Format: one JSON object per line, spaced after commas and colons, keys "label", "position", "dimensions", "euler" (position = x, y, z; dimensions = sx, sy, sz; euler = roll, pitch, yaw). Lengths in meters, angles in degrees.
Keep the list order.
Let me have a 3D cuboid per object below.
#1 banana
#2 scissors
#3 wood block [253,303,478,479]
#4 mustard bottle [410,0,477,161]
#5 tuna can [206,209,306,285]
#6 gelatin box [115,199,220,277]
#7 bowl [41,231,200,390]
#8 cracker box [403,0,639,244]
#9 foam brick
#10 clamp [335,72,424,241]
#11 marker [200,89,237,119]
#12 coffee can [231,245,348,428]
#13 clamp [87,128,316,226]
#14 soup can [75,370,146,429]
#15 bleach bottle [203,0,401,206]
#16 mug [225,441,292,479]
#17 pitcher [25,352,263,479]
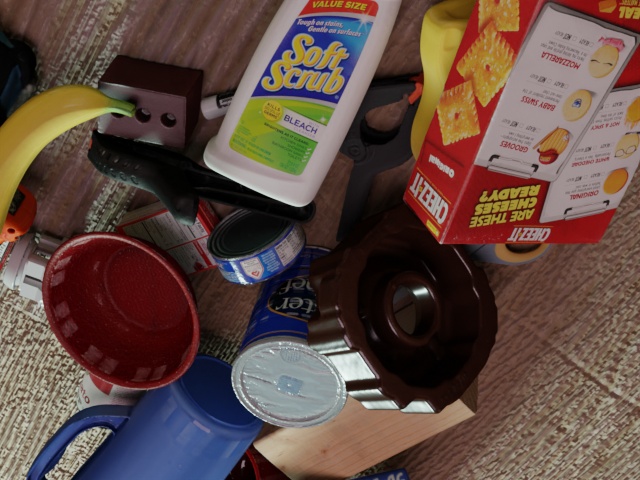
{"label": "banana", "position": [-0.244, -0.067, 0.885], "dimensions": [0.198, 0.037, 0.069], "euler": [-42, 87, 14]}
{"label": "scissors", "position": [0.133, 0.024, 0.977], "dimensions": [0.096, 0.016, 0.202], "euler": [29, 125, -8]}
{"label": "wood block", "position": [0.045, 0.155, 1.041], "dimensions": [0.206, 0.090, 0.090], "euler": [-33, 113, 28]}
{"label": "mustard bottle", "position": [0.121, -0.099, 0.860], "dimensions": [0.096, 0.058, 0.192], "euler": [-12, 129, -20]}
{"label": "tuna can", "position": [-0.056, 0.001, 0.955], "dimensions": [0.086, 0.086, 0.033], "euler": [-13, 123, 19]}
{"label": "gelatin box", "position": [-0.135, -0.003, 1.002], "dimensions": [0.089, 0.030, 0.073], "euler": [-18, 118, 23]}
{"label": "bowl", "position": [-0.174, 0.056, 0.987], "dimensions": [0.162, 0.055, 0.162], "euler": [9, 117, 18]}
{"label": "cracker box", "position": [0.173, -0.103, 0.796], "dimensions": [0.163, 0.072, 0.214], "euler": [0, 125, -30]}
{"label": "foam brick", "position": [-0.144, -0.118, 0.909], "dimensions": [0.078, 0.051, 0.053], "euler": [11, 126, 3]}
{"label": "clamp", "position": [0.035, -0.073, 0.914], "dimensions": [0.172, 0.039, 0.120], "euler": [-30, 115, 29]}
{"label": "marker", "position": [-0.044, -0.126, 0.904], "dimensions": [0.121, 0.020, 0.020], "euler": [-13, 121, 19]}
{"label": "coffee can", "position": [-0.016, 0.086, 0.973], "dimensions": [0.103, 0.140, 0.103], "euler": [5, 125, 7]}
{"label": "clamp", "position": [-0.117, -0.053, 0.913], "dimensions": [0.210, 0.164, 0.036], "euler": [25, 104, 39]}
{"label": "soup can", "position": [-0.204, 0.136, 1.089], "dimensions": [0.068, 0.068, 0.102], "euler": [25, 126, -7]}
{"label": "bleach bottle", "position": [-0.003, -0.156, 0.835], "dimensions": [0.102, 0.068, 0.251], "euler": [25, 114, 2]}
{"label": "mug", "position": [-0.075, 0.240, 1.121], "dimensions": [0.117, 0.081, 0.093], "euler": [31, 110, 38]}
{"label": "pitcher", "position": [-0.171, 0.222, 1.060], "dimensions": [0.149, 0.145, 0.243], "euler": [4, 131, -50]}
